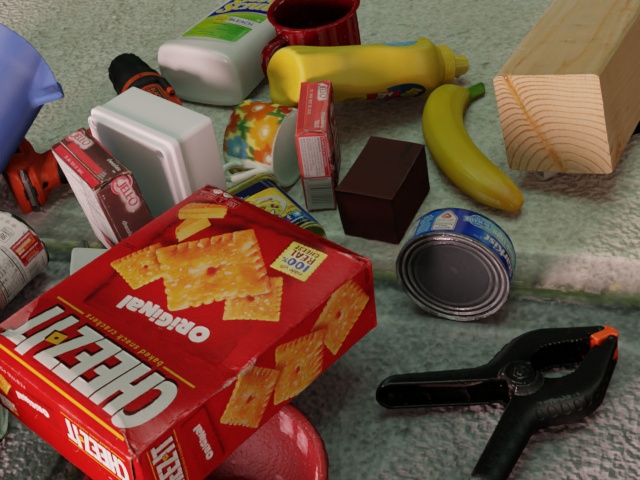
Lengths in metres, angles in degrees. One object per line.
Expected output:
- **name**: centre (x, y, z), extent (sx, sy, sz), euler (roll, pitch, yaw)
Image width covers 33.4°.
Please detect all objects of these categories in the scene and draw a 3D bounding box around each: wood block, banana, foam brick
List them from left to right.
- **foam brick**: centre (0.054, -0.043, 0.902), extent (0.053, 0.051, 0.078), euler (12, 46, 25)
- **banana**: centre (0.128, -0.090, 0.948), extent (0.069, 0.037, 0.198), euler (-9, 40, 4)
- **wood block**: centre (0.232, -0.149, 0.925), extent (0.090, 0.091, 0.205), euler (4, 36, 31)

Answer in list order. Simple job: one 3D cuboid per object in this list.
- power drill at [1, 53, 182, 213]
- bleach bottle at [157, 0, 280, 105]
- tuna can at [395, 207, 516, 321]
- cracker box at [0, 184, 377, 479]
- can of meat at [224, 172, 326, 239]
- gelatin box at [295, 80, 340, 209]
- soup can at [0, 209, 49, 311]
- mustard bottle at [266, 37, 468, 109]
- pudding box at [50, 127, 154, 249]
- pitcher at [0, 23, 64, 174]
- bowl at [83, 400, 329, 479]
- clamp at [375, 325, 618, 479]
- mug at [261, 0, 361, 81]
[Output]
- **power drill**: centre (-0.228, -0.111, 1.047), extent (0.187, 0.057, 0.185), euler (-25, 42, -15)
- **bleach bottle**: centre (-0.065, -0.239, 1.152), extent (0.103, 0.068, 0.250), euler (13, 44, 25)
- **tuna can**: centre (0.101, 0.018, 0.794), extent (0.086, 0.086, 0.033), euler (6, 42, 20)
- **cracker box**: centre (-0.092, 0.060, 0.714), extent (0.164, 0.072, 0.213), euler (26, 49, 35)
- **can of meat**: centre (-0.056, 0.001, 0.876), extent (0.102, 0.057, 0.084), euler (-29, 45, -19)
- **gelatin box**: centre (-0.001, -0.083, 0.929), extent (0.030, 0.089, 0.073), euler (-2, 44, 7)
- **soup can**: centre (-0.284, 0.031, 0.890), extent (0.069, 0.068, 0.102), euler (15, 47, 28)
- **mustard bottle**: centre (0.052, -0.159, 1.007), extent (0.191, 0.058, 0.096), euler (-8, 2, -21)
- **pudding box**: centre (-0.174, -0.029, 0.895), extent (0.039, 0.113, 0.090), euler (-32, 44, -18)
- **pitcher**: centre (-0.349, -0.078, 0.927), extent (0.149, 0.144, 0.242), euler (1, 62, 52)
- **bowl**: centre (-0.070, 0.171, 0.683), extent (0.162, 0.055, 0.162), euler (-7, 41, 6)
- **clamp**: centre (0.126, 0.100, 0.729), extent (0.171, 0.039, 0.120), euler (-28, 47, -27)
- **mug**: centre (-0.010, -0.193, 1.068), extent (0.117, 0.081, 0.093), euler (-36, 46, -26)
